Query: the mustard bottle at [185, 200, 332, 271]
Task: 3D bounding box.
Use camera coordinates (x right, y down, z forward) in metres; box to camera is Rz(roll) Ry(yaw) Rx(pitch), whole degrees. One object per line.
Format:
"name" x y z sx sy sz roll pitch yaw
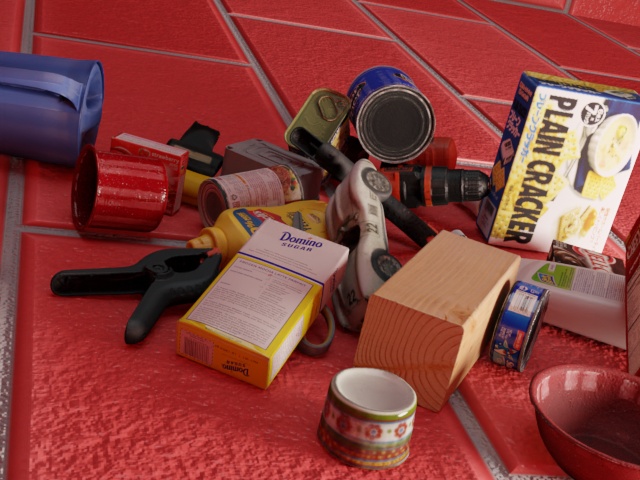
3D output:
"mustard bottle" -0.057 0.001 1.136 0.191 0.058 0.096 -7 43 -37

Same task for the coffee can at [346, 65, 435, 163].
"coffee can" 0.090 -0.169 1.414 0.102 0.103 0.140 10 18 -8

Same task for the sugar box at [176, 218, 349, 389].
"sugar box" -0.050 0.054 0.983 0.093 0.048 0.176 21 37 16

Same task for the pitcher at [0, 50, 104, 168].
"pitcher" -0.384 -0.168 1.261 0.243 0.149 0.145 8 34 -2

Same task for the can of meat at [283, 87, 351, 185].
"can of meat" -0.001 -0.132 1.385 0.057 0.084 0.102 23 64 17

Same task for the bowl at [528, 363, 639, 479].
"bowl" 0.249 0.169 0.909 0.162 0.055 0.162 11 23 -5

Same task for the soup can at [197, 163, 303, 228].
"soup can" -0.079 -0.045 1.208 0.102 0.068 0.069 -14 34 -33

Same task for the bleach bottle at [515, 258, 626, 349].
"bleach bottle" 0.279 0.061 1.173 0.251 0.068 0.102 16 25 13

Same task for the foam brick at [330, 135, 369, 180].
"foam brick" 0.023 -0.117 1.465 0.078 0.053 0.051 20 24 18

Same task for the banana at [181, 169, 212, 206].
"banana" -0.155 -0.069 1.276 0.198 0.037 0.069 21 24 19

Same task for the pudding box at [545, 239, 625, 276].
"pudding box" 0.315 0.042 1.264 0.090 0.039 0.113 16 23 5

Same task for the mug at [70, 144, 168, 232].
"mug" -0.220 -0.050 1.150 0.081 0.093 0.117 5 -13 -29

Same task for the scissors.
"scissors" -0.041 0.038 1.051 0.096 0.016 0.202 -4 42 -16

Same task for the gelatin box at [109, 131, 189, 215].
"gelatin box" -0.200 -0.077 1.223 0.089 0.073 0.030 17 23 9

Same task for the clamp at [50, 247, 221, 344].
"clamp" -0.152 0.047 1.005 0.171 0.039 0.120 -17 43 -37

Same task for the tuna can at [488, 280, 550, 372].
"tuna can" 0.195 0.083 1.044 0.034 0.086 0.086 19 23 18

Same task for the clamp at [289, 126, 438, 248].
"clamp" 0.055 -0.058 1.243 0.210 0.036 0.164 38 3 -11

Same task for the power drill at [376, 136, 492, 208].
"power drill" 0.138 -0.092 1.420 0.184 0.057 0.187 1 18 12

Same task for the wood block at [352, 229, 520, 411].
"wood block" 0.116 0.070 1.027 0.091 0.090 0.205 20 24 17
